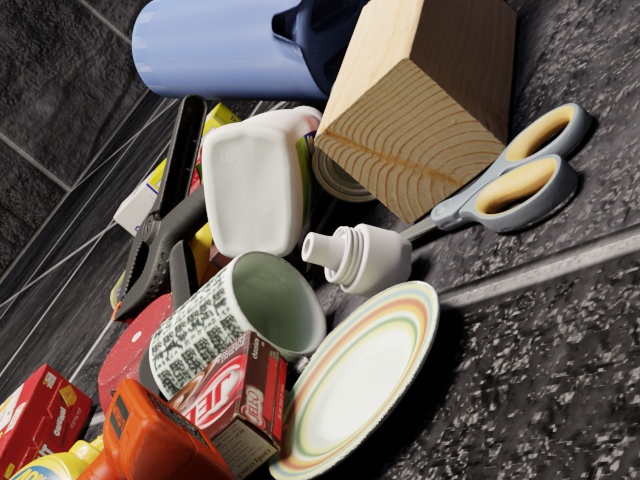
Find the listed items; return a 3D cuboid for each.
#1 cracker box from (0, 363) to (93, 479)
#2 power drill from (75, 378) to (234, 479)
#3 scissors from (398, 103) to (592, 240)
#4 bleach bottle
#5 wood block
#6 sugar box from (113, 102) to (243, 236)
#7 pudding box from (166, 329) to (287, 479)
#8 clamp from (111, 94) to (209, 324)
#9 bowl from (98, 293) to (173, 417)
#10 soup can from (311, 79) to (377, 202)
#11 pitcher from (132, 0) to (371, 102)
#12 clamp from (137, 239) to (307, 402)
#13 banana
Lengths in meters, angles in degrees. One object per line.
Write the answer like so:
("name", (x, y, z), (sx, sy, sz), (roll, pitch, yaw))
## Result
("cracker box", (-0.322, 0.242, 1.022), (0.214, 0.072, 0.164), (-41, 19, 24))
("power drill", (-0.121, 0.160, 0.486), (0.187, 0.057, 0.185), (-50, 16, -6))
("scissors", (0.092, -0.031, 0.644), (0.096, 0.016, 0.202), (-54, 17, -20))
("bleach bottle", (-0.028, -0.066, 0.855), (0.068, 0.102, 0.250), (0, 17, 10))
("wood block", (0.073, -0.118, 0.750), (0.090, 0.090, 0.206), (-39, 20, 32))
("sugar box", (-0.132, -0.056, 1.143), (0.176, 0.093, 0.048), (-39, 17, 30))
("pudding box", (-0.069, 0.116, 0.621), (0.114, 0.039, 0.090), (-44, 17, 19))
("clamp", (-0.129, -0.008, 0.920), (0.210, 0.036, 0.165), (-65, 26, 17))
("bowl", (-0.133, 0.097, 0.877), (0.162, 0.055, 0.162), (-44, 17, 17))
("soup can", (0.034, -0.083, 0.816), (0.069, 0.068, 0.102), (-40, 19, 31))
("pitcher", (-0.065, -0.201, 1.086), (0.243, 0.149, 0.145), (3, 51, 36))
("clamp", (-0.078, 0.068, 0.793), (0.120, 0.039, 0.171), (-8, 53, 28))
("banana", (-0.120, 0.031, 0.969), (0.070, 0.037, 0.198), (43, 114, 51))
